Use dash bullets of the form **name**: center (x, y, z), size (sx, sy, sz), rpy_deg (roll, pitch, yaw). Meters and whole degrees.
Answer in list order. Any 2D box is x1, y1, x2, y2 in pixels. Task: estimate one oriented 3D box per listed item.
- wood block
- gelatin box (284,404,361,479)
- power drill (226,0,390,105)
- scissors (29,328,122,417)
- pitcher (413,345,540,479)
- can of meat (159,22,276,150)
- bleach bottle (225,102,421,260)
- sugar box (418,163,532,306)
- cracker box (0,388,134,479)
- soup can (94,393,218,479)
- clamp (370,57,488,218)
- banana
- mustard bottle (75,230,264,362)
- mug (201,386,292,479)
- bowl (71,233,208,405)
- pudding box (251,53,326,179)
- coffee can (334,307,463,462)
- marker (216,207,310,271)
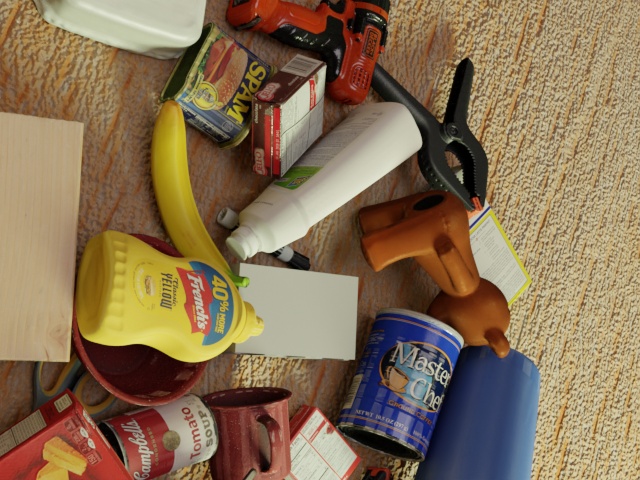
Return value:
- **wood block**: center (-0.264, 0.000, 0.926), size (0.090, 0.090, 0.206), rpy_deg (5, 83, -25)
- **gelatin box**: center (-0.008, 0.231, 1.139), size (0.089, 0.030, 0.073), rpy_deg (51, 61, -21)
- **power drill**: center (-0.002, -0.263, 1.171), size (0.187, 0.057, 0.184), rpy_deg (22, 73, -33)
- **scissors**: center (-0.246, 0.179, 0.975), size (0.096, 0.016, 0.201), rpy_deg (28, 70, -29)
- **pitcher**: center (0.173, 0.245, 1.199), size (0.145, 0.149, 0.242), rpy_deg (48, 44, -31)
- **can of meat**: center (-0.105, -0.158, 1.087), size (0.083, 0.058, 0.102), rpy_deg (35, 67, -27)
- **bleach bottle**: center (-0.006, -0.059, 1.123), size (0.250, 0.103, 0.068), rpy_deg (-39, 111, -31)
- **sugar box**: center (0.178, 0.006, 1.289), size (0.093, 0.048, 0.176), rpy_deg (-41, 106, -32)
- **cracker box**: center (-0.252, 0.255, 0.894), size (0.213, 0.072, 0.164), rpy_deg (-34, 106, -15)
- **soup can**: center (-0.157, 0.190, 1.009), size (0.102, 0.069, 0.068), rpy_deg (-13, 93, -37)
- **clamp**: center (0.151, -0.128, 1.256), size (0.164, 0.036, 0.210), rpy_deg (-17, 78, -35)
- **banana**: center (-0.130, -0.037, 1.052), size (0.198, 0.070, 0.037), rpy_deg (67, 23, 1)
- **mustard bottle**: center (-0.128, 0.060, 0.973), size (0.191, 0.058, 0.096), rpy_deg (20, 58, -41)
- **mug**: center (-0.065, 0.195, 1.049), size (0.093, 0.117, 0.081), rpy_deg (-6, 94, -30)
- **bowl**: center (-0.179, 0.077, 0.999), size (0.161, 0.055, 0.162), rpy_deg (18, 64, -42)
- **pudding box**: center (-0.033, -0.129, 1.104), size (0.113, 0.039, 0.090), rpy_deg (-50, 151, -48)
- **coffee can**: center (0.087, 0.158, 1.171), size (0.102, 0.103, 0.140), rpy_deg (33, 67, -30)
- **marker**: center (-0.057, 0.001, 1.130), size (0.121, 0.020, 0.020), rpy_deg (32, 68, -30)
